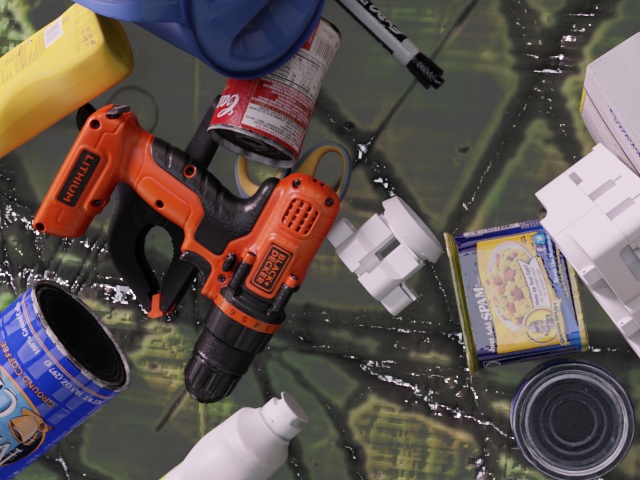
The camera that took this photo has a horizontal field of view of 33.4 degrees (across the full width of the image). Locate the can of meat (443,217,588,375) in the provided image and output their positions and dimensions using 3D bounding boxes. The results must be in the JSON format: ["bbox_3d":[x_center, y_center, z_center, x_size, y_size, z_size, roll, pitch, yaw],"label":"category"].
[{"bbox_3d":[0.137,0.037,0.751,0.084,0.057,0.102,-11,87,7],"label":"can of meat"}]

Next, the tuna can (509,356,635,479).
[{"bbox_3d":[0.177,0.126,0.754,0.086,0.033,0.086,0,89,10],"label":"tuna can"}]

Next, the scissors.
[{"bbox_3d":[-0.055,0.001,0.804,0.096,0.016,0.202,38,94,10],"label":"scissors"}]

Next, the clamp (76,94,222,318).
[{"bbox_3d":[-0.114,-0.030,0.803,0.120,0.039,0.171,-10,93,17],"label":"clamp"}]

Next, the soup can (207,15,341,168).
[{"bbox_3d":[-0.032,-0.112,0.767,0.068,0.068,0.102,19,80,9],"label":"soup can"}]

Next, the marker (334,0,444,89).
[{"bbox_3d":[0.046,-0.156,0.788,0.020,0.020,0.121,-45,83,6],"label":"marker"}]

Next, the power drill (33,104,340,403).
[{"bbox_3d":[-0.103,0.004,0.759,0.187,0.057,0.184,29,100,-4],"label":"power drill"}]

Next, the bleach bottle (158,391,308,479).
[{"bbox_3d":[-0.111,0.202,0.766,0.251,0.102,0.068,-42,88,7],"label":"bleach bottle"}]

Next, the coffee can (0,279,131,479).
[{"bbox_3d":[-0.226,0.111,0.787,0.140,0.102,0.103,-39,83,7],"label":"coffee can"}]

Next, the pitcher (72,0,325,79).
[{"bbox_3d":[-0.124,-0.207,0.724,0.243,0.149,0.145,29,86,32],"label":"pitcher"}]

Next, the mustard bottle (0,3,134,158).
[{"bbox_3d":[-0.232,-0.104,0.800,0.192,0.096,0.058,-32,127,8],"label":"mustard bottle"}]
